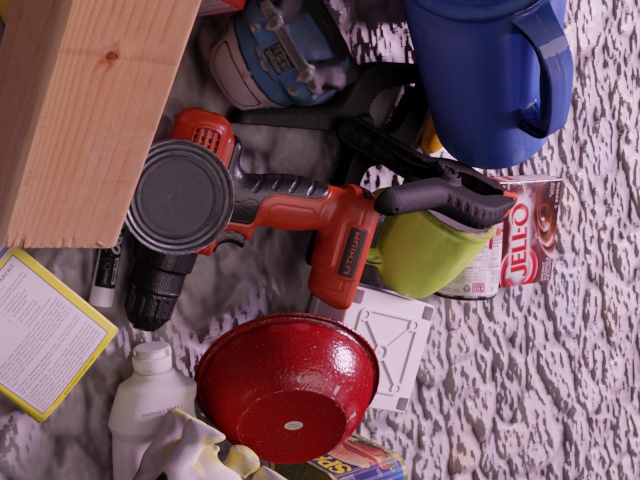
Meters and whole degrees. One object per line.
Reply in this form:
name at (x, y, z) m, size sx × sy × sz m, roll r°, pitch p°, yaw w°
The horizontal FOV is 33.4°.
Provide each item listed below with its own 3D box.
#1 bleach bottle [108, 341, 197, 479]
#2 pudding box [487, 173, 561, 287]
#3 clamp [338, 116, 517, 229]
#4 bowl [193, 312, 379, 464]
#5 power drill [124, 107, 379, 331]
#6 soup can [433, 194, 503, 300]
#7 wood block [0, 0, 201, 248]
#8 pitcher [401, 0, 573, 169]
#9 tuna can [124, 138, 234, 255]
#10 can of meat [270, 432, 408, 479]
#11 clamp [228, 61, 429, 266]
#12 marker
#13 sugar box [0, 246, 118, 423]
bleach bottle at (-0.121, 0.206, 0.892) m, size 0.102 × 0.068 × 0.251 m, roll -12°, pitch 105°, yaw -35°
pudding box at (0.199, -0.010, 1.093) m, size 0.089 × 0.039 × 0.113 m, roll -6°, pitch 103°, yaw -35°
clamp at (0.098, -0.042, 0.902) m, size 0.171 × 0.120 × 0.039 m, roll 18°, pitch 128°, yaw -20°
bowl at (-0.026, 0.137, 0.896) m, size 0.162 × 0.055 × 0.162 m, roll -4°, pitch 129°, yaw -5°
power drill at (-0.056, 0.001, 0.875) m, size 0.187 × 0.057 × 0.184 m, roll 15°, pitch 98°, yaw -23°
soup can at (0.142, 0.002, 1.036) m, size 0.068 × 0.069 × 0.102 m, roll -5°, pitch 103°, yaw -35°
wood block at (-0.164, -0.101, 0.721) m, size 0.090 × 0.090 × 0.206 m, roll 1°, pitch 128°, yaw -36°
pitcher at (0.142, -0.153, 0.870) m, size 0.243 × 0.145 × 0.149 m, roll 67°, pitch 36°, yaw -61°
tuna can at (-0.110, -0.034, 0.802) m, size 0.086 × 0.034 × 0.086 m, roll -2°, pitch 99°, yaw -16°
can of meat at (0.017, 0.216, 0.970) m, size 0.083 × 0.102 × 0.057 m, roll -9°, pitch 106°, yaw -37°
clamp at (0.023, -0.102, 0.946) m, size 0.209 × 0.036 × 0.164 m, roll -46°, pitch 121°, yaw -17°
marker at (-0.163, -0.008, 0.841) m, size 0.020 × 0.020 × 0.121 m, roll 8°, pitch 95°, yaw -37°
sugar box at (-0.243, 0.047, 0.779) m, size 0.176 × 0.048 × 0.093 m, roll 46°, pitch 72°, yaw -30°
